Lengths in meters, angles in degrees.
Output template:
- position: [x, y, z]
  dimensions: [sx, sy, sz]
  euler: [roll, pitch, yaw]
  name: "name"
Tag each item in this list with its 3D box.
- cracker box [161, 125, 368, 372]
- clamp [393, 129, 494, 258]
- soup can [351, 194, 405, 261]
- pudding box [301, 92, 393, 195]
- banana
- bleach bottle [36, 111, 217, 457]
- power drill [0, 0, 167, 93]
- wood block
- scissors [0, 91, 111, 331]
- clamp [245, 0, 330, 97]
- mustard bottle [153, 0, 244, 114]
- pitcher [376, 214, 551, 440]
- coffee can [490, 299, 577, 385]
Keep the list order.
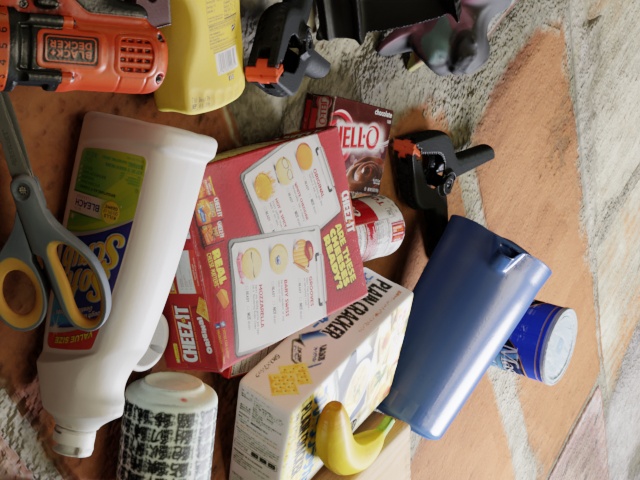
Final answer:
- position: [-0.056, 0.001, 0.922]
  dimensions: [0.213, 0.072, 0.164]
  euler: [-24, 107, -51]
  name: "cracker box"
- position: [0.134, -0.060, 1.245]
  dimensions: [0.209, 0.036, 0.164]
  euler: [23, 86, -58]
  name: "clamp"
- position: [0.033, -0.009, 1.082]
  dimensions: [0.102, 0.069, 0.068]
  euler: [-14, 114, -55]
  name: "soup can"
- position: [0.024, -0.094, 1.059]
  dimensions: [0.113, 0.039, 0.090]
  euler: [1, 101, -57]
  name: "pudding box"
- position: [0.026, 0.195, 1.040]
  dimensions: [0.197, 0.037, 0.069]
  euler: [37, 70, -69]
  name: "banana"
- position: [-0.152, 0.037, 0.785]
  dimensions: [0.068, 0.103, 0.251]
  euler: [9, 94, -57]
  name: "bleach bottle"
- position: [-0.182, -0.185, 0.655]
  dimensions: [0.184, 0.057, 0.188]
  euler: [1, 97, -26]
  name: "power drill"
- position: [0.005, 0.268, 1.131]
  dimensions: [0.205, 0.091, 0.090]
  euler: [-34, 130, -46]
  name: "wood block"
- position: [-0.214, -0.021, 0.733]
  dimensions: [0.202, 0.096, 0.016]
  euler: [62, 17, -10]
  name: "scissors"
- position: [-0.025, -0.183, 0.919]
  dimensions: [0.171, 0.039, 0.120]
  euler: [-57, 141, -65]
  name: "clamp"
- position: [-0.096, -0.199, 0.813]
  dimensions: [0.096, 0.058, 0.192]
  euler: [-40, 135, -56]
  name: "mustard bottle"
- position: [0.151, 0.103, 1.239]
  dimensions: [0.149, 0.145, 0.243]
  euler: [34, 86, -45]
  name: "pitcher"
- position: [0.251, 0.121, 1.399]
  dimensions: [0.102, 0.140, 0.103]
  euler: [-28, 125, -49]
  name: "coffee can"
